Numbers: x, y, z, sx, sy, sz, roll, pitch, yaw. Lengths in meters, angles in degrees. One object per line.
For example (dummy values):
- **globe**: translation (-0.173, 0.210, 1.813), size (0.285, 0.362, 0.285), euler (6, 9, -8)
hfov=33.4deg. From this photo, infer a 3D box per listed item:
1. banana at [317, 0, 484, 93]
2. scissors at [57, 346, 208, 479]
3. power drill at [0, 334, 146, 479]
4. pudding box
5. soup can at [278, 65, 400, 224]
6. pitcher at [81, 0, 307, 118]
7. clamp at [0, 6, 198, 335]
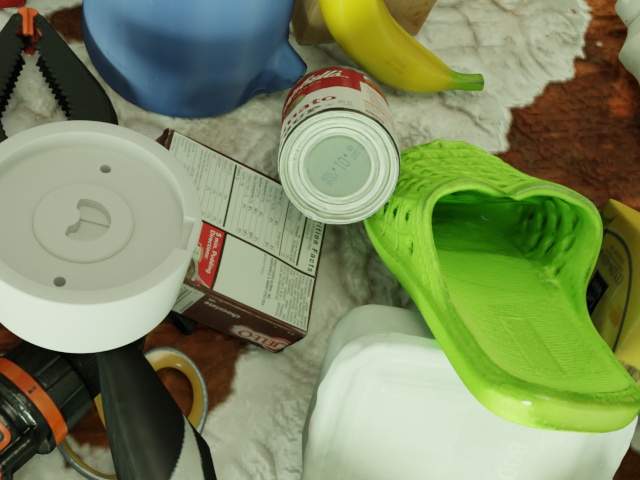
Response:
- **banana**: translation (0.037, -0.138, 0.649), size (0.070, 0.197, 0.037), euler (-19, 63, 21)
- **scissors**: translation (-0.069, 0.141, 0.570), size (0.096, 0.016, 0.202), euler (-35, 80, -24)
- **power drill**: translation (-0.201, 0.040, 0.522), size (0.187, 0.057, 0.184), euler (45, 57, 3)
- **pudding box**: translation (-0.054, 0.001, 0.601), size (0.113, 0.039, 0.090), euler (27, 53, -24)
- **soup can**: translation (0.010, -0.057, 0.618), size (0.068, 0.068, 0.102), euler (17, 21, -7)
- **pitcher**: translation (-0.076, -0.177, 0.577), size (0.149, 0.243, 0.145), euler (-11, 75, -13)
- **clamp**: translation (-0.151, -0.033, 0.612), size (0.164, 0.036, 0.210), euler (3, 71, -15)
